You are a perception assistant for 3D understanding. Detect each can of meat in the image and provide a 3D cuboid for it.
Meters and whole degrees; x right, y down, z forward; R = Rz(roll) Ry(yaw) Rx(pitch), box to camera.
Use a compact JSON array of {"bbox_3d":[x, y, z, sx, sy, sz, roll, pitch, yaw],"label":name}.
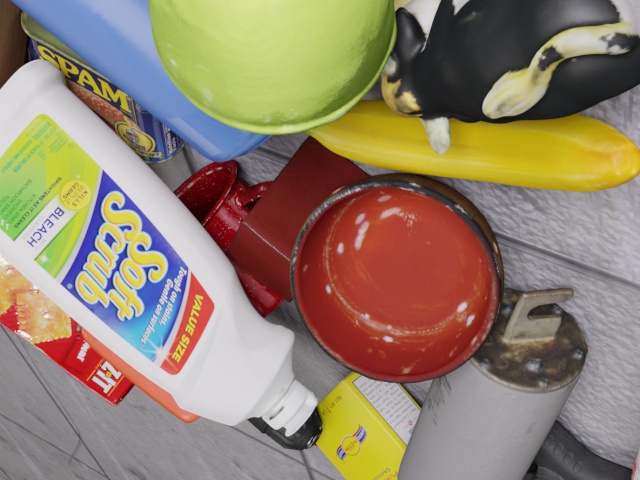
[{"bbox_3d":[-0.125,-0.103,0.654,0.102,0.057,0.084,30,154,14],"label":"can of meat"}]

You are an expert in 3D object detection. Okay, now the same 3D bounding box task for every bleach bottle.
[{"bbox_3d":[-0.098,0.016,0.619,0.251,0.102,0.068,42,-176,-5],"label":"bleach bottle"}]

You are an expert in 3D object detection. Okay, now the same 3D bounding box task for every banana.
[{"bbox_3d":[0.068,-0.045,0.508,0.198,0.069,0.037,9,109,38],"label":"banana"}]

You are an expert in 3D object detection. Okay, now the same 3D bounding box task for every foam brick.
[{"bbox_3d":[-0.012,-0.012,0.634,0.051,0.078,0.053,36,153,-1],"label":"foam brick"}]

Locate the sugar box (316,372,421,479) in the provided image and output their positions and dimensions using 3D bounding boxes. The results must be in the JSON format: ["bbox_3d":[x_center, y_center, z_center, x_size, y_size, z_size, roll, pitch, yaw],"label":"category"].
[{"bbox_3d":[0.068,0.181,0.814,0.176,0.048,0.093,50,143,12],"label":"sugar box"}]

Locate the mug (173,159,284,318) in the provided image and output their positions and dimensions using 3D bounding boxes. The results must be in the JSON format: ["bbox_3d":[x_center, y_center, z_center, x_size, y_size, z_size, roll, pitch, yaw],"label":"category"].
[{"bbox_3d":[-0.055,0.001,0.707,0.117,0.093,0.081,-30,118,30],"label":"mug"}]

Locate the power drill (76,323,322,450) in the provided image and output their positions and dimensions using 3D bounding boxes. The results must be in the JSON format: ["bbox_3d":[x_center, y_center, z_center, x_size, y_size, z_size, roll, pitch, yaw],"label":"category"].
[{"bbox_3d":[-0.082,0.088,0.756,0.184,0.057,0.187,37,177,10],"label":"power drill"}]

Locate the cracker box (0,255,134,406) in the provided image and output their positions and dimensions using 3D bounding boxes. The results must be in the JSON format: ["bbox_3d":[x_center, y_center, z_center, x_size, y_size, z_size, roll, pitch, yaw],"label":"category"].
[{"bbox_3d":[-0.237,0.040,0.911,0.213,0.072,0.164,39,179,-9],"label":"cracker box"}]
